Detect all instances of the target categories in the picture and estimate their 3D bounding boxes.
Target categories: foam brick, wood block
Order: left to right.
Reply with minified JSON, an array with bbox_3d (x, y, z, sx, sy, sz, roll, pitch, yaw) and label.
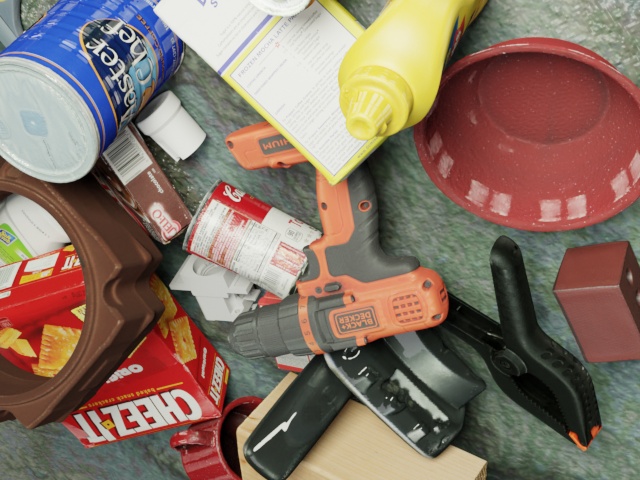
[{"bbox_3d":[0.035,0.213,0.960,0.206,0.090,0.090,21,134,27],"label":"wood block"},{"bbox_3d":[0.217,0.047,0.809,0.051,0.053,0.078,-10,125,34],"label":"foam brick"}]

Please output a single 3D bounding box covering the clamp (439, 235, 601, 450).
[{"bbox_3d":[0.157,0.081,0.840,0.210,0.036,0.165,46,155,-5],"label":"clamp"}]

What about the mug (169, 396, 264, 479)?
[{"bbox_3d":[-0.099,0.211,1.090,0.117,0.093,0.082,14,153,-36],"label":"mug"}]

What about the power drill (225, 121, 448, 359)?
[{"bbox_3d":[-0.009,-0.003,0.825,0.185,0.057,0.187,-14,102,20],"label":"power drill"}]

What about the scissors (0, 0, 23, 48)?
[{"bbox_3d":[-0.242,-0.171,0.881,0.201,0.016,0.096,45,134,-15],"label":"scissors"}]

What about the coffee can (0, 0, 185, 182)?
[{"bbox_3d":[-0.178,-0.125,0.799,0.103,0.140,0.103,15,134,16],"label":"coffee can"}]

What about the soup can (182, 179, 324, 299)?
[{"bbox_3d":[-0.056,0.001,0.901,0.102,0.068,0.069,27,136,3],"label":"soup can"}]

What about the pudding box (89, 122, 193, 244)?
[{"bbox_3d":[-0.165,-0.056,0.901,0.090,0.039,0.113,20,144,56],"label":"pudding box"}]

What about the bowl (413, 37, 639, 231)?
[{"bbox_3d":[0.147,-0.081,0.720,0.162,0.055,0.162,11,139,10],"label":"bowl"}]

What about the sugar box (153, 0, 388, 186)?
[{"bbox_3d":[-0.019,-0.131,0.737,0.176,0.048,0.093,45,102,1],"label":"sugar box"}]

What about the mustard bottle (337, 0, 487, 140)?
[{"bbox_3d":[0.055,-0.121,0.643,0.058,0.191,0.096,31,136,0],"label":"mustard bottle"}]

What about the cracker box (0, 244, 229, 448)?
[{"bbox_3d":[-0.209,0.102,1.024,0.164,0.072,0.213,-16,130,19],"label":"cracker box"}]

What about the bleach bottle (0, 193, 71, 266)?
[{"bbox_3d":[-0.293,0.012,1.042,0.102,0.068,0.251,43,132,-18],"label":"bleach bottle"}]
